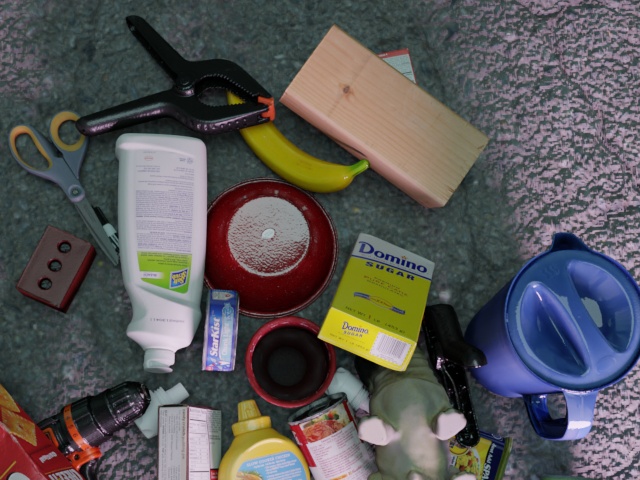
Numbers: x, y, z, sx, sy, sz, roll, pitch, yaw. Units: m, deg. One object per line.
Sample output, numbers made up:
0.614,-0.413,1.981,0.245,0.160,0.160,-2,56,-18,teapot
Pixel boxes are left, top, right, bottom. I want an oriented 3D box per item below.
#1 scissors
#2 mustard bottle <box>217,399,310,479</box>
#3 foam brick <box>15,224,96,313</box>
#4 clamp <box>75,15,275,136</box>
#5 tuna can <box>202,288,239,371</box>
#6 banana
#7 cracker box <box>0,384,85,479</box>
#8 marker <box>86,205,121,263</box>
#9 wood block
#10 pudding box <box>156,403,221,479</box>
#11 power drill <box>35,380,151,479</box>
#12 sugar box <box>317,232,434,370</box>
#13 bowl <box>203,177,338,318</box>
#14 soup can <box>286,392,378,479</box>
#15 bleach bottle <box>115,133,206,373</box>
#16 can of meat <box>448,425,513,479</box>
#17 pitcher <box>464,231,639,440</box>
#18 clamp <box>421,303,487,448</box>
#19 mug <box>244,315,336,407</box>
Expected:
-0.257,-0.068,1.167,0.202,0.016,0.096,41,72,13,scissors
-0.055,0.259,1.097,0.096,0.058,0.191,-8,76,-27,mustard bottle
-0.280,0.031,1.137,0.053,0.051,0.078,24,76,0,foam brick
-0.155,-0.157,1.170,0.210,0.036,0.164,20,65,12,clamp
-0.105,0.094,1.120,0.033,0.086,0.086,4,77,-6,tuna can
-0.036,-0.106,1.186,0.198,0.037,0.070,33,101,17,banana
-0.353,0.226,1.037,0.214,0.072,0.164,44,97,15,cracker box
-0.217,0.011,1.164,0.020,0.020,0.121,-37,83,-12,marker
0.067,-0.131,1.155,0.206,0.090,0.091,36,86,-5,wood block
-0.133,0.224,1.082,0.039,0.090,0.113,-7,76,16,pudding box
-0.224,0.254,1.069,0.184,0.057,0.188,-29,77,8,power drill
0.062,0.059,1.105,0.093,0.176,0.048,23,120,0,sugar box
-0.058,0.001,1.161,0.162,0.055,0.162,1,76,-5,bowl
0.017,0.217,1.101,0.068,0.068,0.102,-26,93,-10,soup can
-0.173,0.014,1.130,0.102,0.068,0.251,2,71,-6,bleach bottle
0.145,0.242,1.121,0.084,0.057,0.102,19,76,2,can of meat
0.219,0.105,1.063,0.145,0.243,0.149,42,77,5,pitcher
0.137,0.115,1.106,0.039,0.120,0.171,-3,42,-14,clamp
-0.024,0.124,1.121,0.117,0.081,0.093,-37,83,-12,mug
